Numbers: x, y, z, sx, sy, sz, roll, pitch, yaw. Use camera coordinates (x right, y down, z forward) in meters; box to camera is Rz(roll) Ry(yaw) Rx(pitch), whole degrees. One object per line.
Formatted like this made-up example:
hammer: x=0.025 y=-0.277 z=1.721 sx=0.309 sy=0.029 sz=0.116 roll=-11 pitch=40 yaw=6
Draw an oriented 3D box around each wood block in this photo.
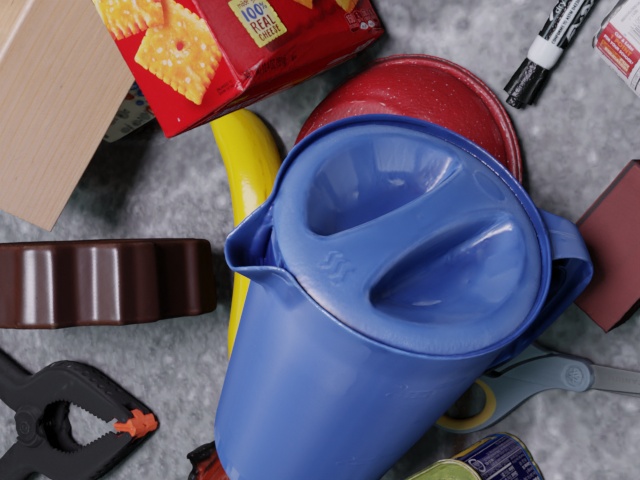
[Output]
wood block: x=-0.177 y=-0.124 z=0.693 sx=0.090 sy=0.090 sz=0.206 roll=29 pitch=90 yaw=50

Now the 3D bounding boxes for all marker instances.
marker: x=0.139 y=-0.127 z=0.597 sx=0.020 sy=0.020 sz=0.121 roll=38 pitch=111 yaw=22

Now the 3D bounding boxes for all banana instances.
banana: x=-0.046 y=-0.005 z=0.707 sx=0.070 sy=0.037 sz=0.198 roll=-11 pitch=85 yaw=60

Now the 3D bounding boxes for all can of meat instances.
can of meat: x=0.073 y=0.158 z=0.621 sx=0.102 sy=0.083 sz=0.057 roll=-36 pitch=77 yaw=27

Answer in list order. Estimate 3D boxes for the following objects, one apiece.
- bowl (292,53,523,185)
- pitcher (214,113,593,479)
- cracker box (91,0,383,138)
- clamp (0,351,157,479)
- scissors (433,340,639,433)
bowl: x=0.035 y=-0.035 z=0.634 sx=0.162 sy=0.055 sz=0.162 roll=-1 pitch=89 yaw=34
pitcher: x=0.025 y=0.058 z=0.571 sx=0.149 sy=0.144 sz=0.243 roll=34 pitch=144 yaw=8
cracker box: x=-0.068 y=-0.182 z=0.601 sx=0.072 sy=0.163 sz=0.213 roll=-25 pitch=95 yaw=37
clamp: x=-0.216 y=0.149 z=0.814 sx=0.210 sy=0.036 sz=0.164 roll=3 pitch=95 yaw=30
scissors: x=0.136 y=0.092 z=0.618 sx=0.202 sy=0.016 sz=0.096 roll=25 pitch=108 yaw=27
